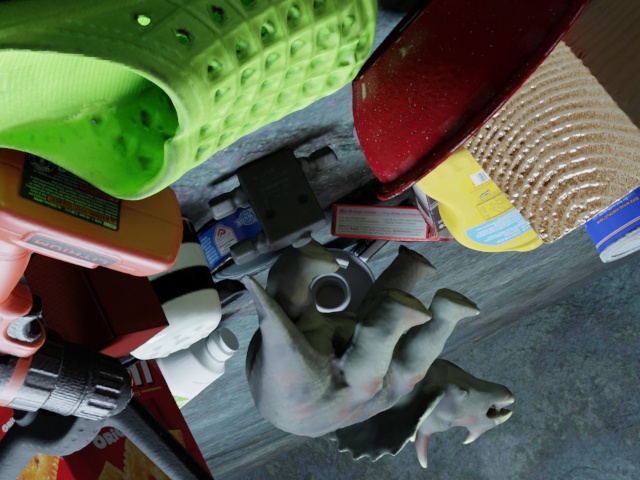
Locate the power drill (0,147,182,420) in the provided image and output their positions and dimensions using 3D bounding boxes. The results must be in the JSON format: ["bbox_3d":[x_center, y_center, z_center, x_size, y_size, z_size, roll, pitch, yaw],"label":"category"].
[{"bbox_3d":[-0.152,0.031,0.570,0.184,0.057,0.188,21,134,-31],"label":"power drill"}]

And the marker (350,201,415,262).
[{"bbox_3d":[0.060,-0.005,1.045,0.020,0.020,0.121,-17,164,-34],"label":"marker"}]

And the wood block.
[{"bbox_3d":[0.175,-0.096,0.635,0.090,0.091,0.205,-40,180,44],"label":"wood block"}]

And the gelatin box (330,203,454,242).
[{"bbox_3d":[0.062,-0.014,0.911,0.089,0.030,0.073,2,180,23],"label":"gelatin box"}]

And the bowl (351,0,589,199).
[{"bbox_3d":[0.066,-0.098,0.555,0.162,0.055,0.162,-48,-172,8],"label":"bowl"}]

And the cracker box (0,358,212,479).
[{"bbox_3d":[-0.176,0.187,0.903,0.072,0.214,0.164,-35,165,25],"label":"cracker box"}]

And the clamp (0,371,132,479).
[{"bbox_3d":[-0.203,0.109,0.754,0.172,0.120,0.039,-31,158,26],"label":"clamp"}]

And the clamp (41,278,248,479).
[{"bbox_3d":[-0.156,0.113,0.806,0.210,0.164,0.036,-2,171,13],"label":"clamp"}]

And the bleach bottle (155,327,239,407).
[{"bbox_3d":[-0.184,0.167,1.142,0.251,0.068,0.102,-35,165,22],"label":"bleach bottle"}]

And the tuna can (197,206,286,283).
[{"bbox_3d":[-0.055,0.001,0.820,0.086,0.034,0.086,-25,166,-7],"label":"tuna can"}]

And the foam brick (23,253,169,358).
[{"bbox_3d":[-0.146,0.036,0.689,0.053,0.078,0.051,-35,166,33],"label":"foam brick"}]

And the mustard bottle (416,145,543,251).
[{"bbox_3d":[0.126,-0.041,0.753,0.096,0.058,0.191,-35,145,6],"label":"mustard bottle"}]
